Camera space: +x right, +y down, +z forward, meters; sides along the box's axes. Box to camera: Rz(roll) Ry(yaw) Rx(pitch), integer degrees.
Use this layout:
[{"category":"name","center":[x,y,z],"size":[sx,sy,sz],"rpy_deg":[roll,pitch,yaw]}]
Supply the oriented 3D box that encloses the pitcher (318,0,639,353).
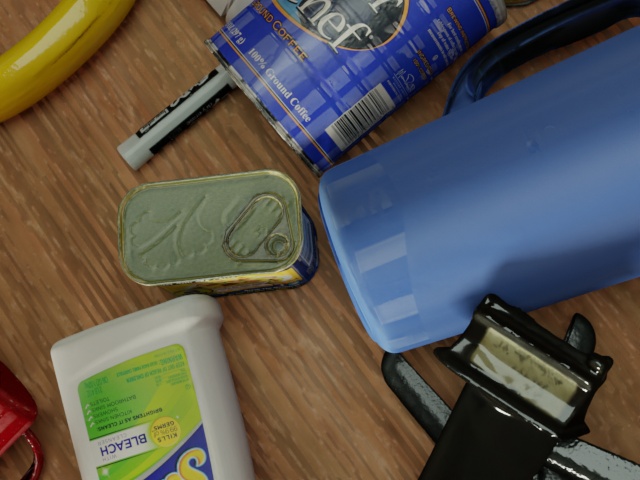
[{"category":"pitcher","center":[0.124,-0.038,0.576],"size":[0.243,0.149,0.145],"rpy_deg":[-21,106,7]}]

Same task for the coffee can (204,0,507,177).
[{"category":"coffee can","center":[0.020,-0.119,0.609],"size":[0.140,0.102,0.103],"rpy_deg":[-40,76,4]}]

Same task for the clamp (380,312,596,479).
[{"category":"clamp","center":[0.114,0.122,0.585],"size":[0.120,0.039,0.171],"rpy_deg":[-20,77,8]}]

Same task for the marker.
[{"category":"marker","center":[-0.075,-0.089,0.665],"size":[0.121,0.020,0.020],"rpy_deg":[-39,76,-1]}]

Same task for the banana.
[{"category":"banana","center":[-0.171,-0.132,0.682],"size":[0.197,0.037,0.070],"rpy_deg":[-50,47,-6]}]

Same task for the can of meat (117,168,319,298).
[{"category":"can of meat","center":[-0.054,0.001,0.610],"size":[0.102,0.084,0.057],"rpy_deg":[-6,78,7]}]

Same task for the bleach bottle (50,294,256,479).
[{"category":"bleach bottle","center":[-0.070,0.164,0.593],"size":[0.102,0.068,0.251],"rpy_deg":[-20,79,5]}]
